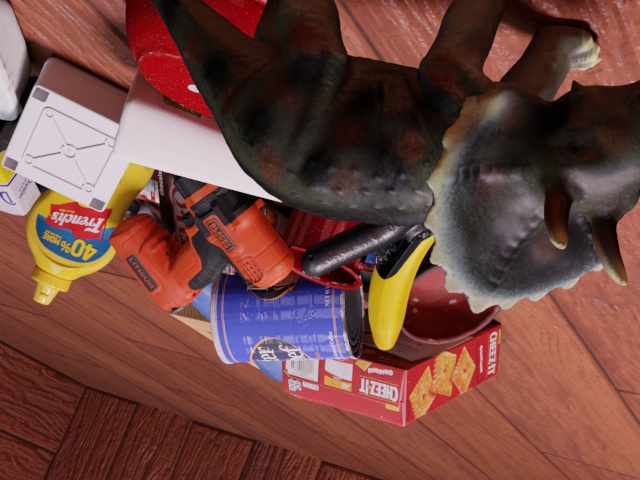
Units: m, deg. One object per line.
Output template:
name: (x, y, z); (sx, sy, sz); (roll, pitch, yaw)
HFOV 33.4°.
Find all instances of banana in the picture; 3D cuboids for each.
banana: (0.085, 0.015, 0.949); (0.037, 0.070, 0.198); (-7, 143, -42)

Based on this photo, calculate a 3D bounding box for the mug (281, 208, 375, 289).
mug: (0.021, -0.006, 1.018); (0.117, 0.081, 0.093); (15, 162, 22)

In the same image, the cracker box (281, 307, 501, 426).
cracker box: (0.083, 0.134, 1.209); (0.164, 0.072, 0.213); (10, -166, 35)

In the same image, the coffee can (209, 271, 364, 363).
coffee can: (-0.032, 0.075, 1.109); (0.140, 0.103, 0.102); (-3, 156, 14)

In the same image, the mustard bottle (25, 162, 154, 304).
mustard bottle: (-0.247, -0.024, 1.093); (0.096, 0.191, 0.058); (25, -179, -13)

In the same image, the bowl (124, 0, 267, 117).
bowl: (-0.083, -0.136, 0.796); (0.162, 0.055, 0.162); (20, 163, 6)

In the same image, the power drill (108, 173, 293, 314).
power drill: (-0.129, -0.016, 1.009); (0.184, 0.057, 0.188); (54, 142, -6)

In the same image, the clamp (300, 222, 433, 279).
clamp: (0.077, -0.015, 0.871); (0.172, 0.039, 0.120); (-31, 164, 23)

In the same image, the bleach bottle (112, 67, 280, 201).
bleach bottle: (-0.040, -0.075, 0.894); (0.250, 0.102, 0.068); (17, 122, -9)

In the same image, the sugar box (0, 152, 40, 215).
sugar box: (-0.395, -0.103, 1.225); (0.093, 0.048, 0.176); (15, 146, 18)

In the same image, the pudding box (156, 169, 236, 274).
pudding box: (-0.120, -0.028, 1.089); (0.090, 0.113, 0.039); (11, -157, 29)
